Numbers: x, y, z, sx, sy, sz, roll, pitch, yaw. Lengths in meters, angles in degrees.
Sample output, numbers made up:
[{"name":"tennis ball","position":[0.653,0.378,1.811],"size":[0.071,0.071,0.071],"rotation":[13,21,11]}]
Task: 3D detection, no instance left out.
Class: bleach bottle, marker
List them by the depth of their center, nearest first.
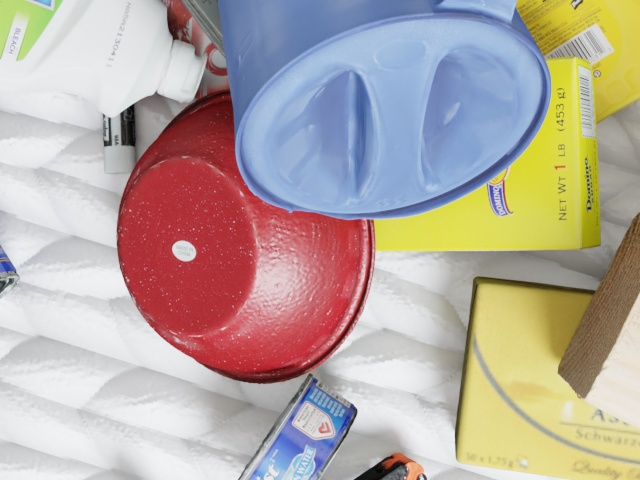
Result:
[{"name":"bleach bottle","position":[-0.184,-0.116,0.545],"size":[0.250,0.068,0.102],"rotation":[18,96,-13]},{"name":"marker","position":[-0.117,-0.099,0.612],"size":[0.020,0.020,0.121],"rotation":[-2,91,6]}]

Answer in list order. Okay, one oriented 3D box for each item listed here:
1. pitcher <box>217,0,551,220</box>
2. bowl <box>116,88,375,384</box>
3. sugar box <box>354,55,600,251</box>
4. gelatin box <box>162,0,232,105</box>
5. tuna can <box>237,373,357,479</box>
[{"name":"pitcher","position":[0.014,-0.144,0.493],"size":[0.149,0.145,0.243],"rotation":[-20,58,11]},{"name":"bowl","position":[-0.054,0.001,0.558],"size":[0.162,0.055,0.162],"rotation":[4,98,32]},{"name":"sugar box","position":[0.052,-0.040,0.551],"size":[0.176,0.048,0.093],"rotation":[-2,91,27]},{"name":"gelatin box","position":[-0.058,-0.122,0.599],"size":[0.073,0.030,0.089],"rotation":[19,93,5]},{"name":"tuna can","position":[-0.016,0.116,0.572],"size":[0.034,0.086,0.086],"rotation":[34,94,3]}]
